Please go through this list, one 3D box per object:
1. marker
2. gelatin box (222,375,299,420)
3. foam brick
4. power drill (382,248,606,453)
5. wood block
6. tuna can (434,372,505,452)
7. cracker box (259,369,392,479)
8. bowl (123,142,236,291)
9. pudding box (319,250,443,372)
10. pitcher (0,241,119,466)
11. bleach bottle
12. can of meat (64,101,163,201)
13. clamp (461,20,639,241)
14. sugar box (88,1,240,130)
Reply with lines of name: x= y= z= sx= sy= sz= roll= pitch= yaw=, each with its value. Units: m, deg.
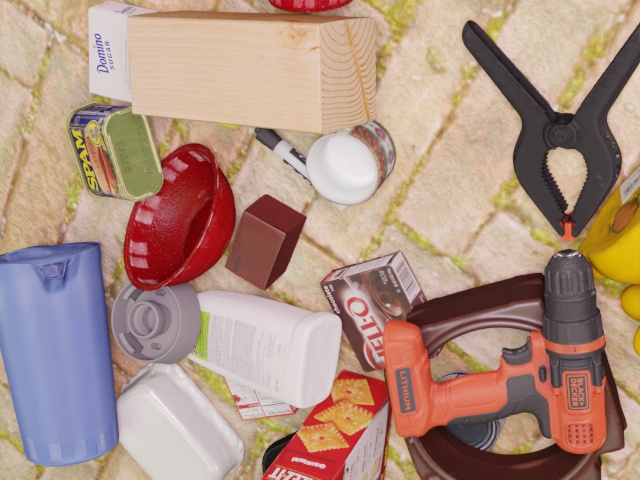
marker: x=-0.018 y=-0.074 z=1.068 sx=0.121 sy=0.020 sz=0.020 roll=41 pitch=125 yaw=4
gelatin box: x=-0.068 y=0.157 z=1.202 sx=0.073 sy=0.030 sz=0.089 roll=-13 pitch=107 yaw=30
foam brick: x=-0.057 y=0.001 z=1.106 sx=0.053 sy=0.051 sz=0.078 roll=30 pitch=124 yaw=12
power drill: x=0.151 y=0.101 z=0.923 sx=0.188 sy=0.057 sz=0.184 roll=-4 pitch=106 yaw=13
wood block: x=-0.062 y=-0.152 z=0.935 sx=0.206 sy=0.090 sz=0.091 roll=9 pitch=108 yaw=32
tuna can: x=0.147 y=0.180 z=1.101 sx=0.086 sy=0.033 sz=0.086 roll=11 pitch=119 yaw=22
cracker box: x=0.004 y=0.259 z=1.103 sx=0.072 sy=0.213 sz=0.164 roll=15 pitch=120 yaw=20
bowl: x=-0.136 y=-0.016 z=1.104 sx=0.055 sy=0.162 sz=0.162 roll=25 pitch=135 yaw=-36
pudding box: x=0.064 y=0.074 z=1.087 sx=0.090 sy=0.039 sz=0.113 roll=-18 pitch=104 yaw=34
pitcher: x=-0.302 y=0.124 z=1.220 sx=0.145 sy=0.149 sz=0.243 roll=-4 pitch=99 yaw=21
bleach bottle: x=-0.097 y=0.094 z=1.147 sx=0.251 sy=0.067 sz=0.102 roll=18 pitch=107 yaw=35
can of meat: x=-0.214 y=-0.092 z=1.118 sx=0.084 sy=0.057 sz=0.102 roll=10 pitch=121 yaw=49
clamp: x=0.203 y=-0.102 z=0.931 sx=0.165 sy=0.036 sz=0.210 roll=9 pitch=118 yaw=23
sugar box: x=-0.149 y=-0.177 z=1.068 sx=0.176 sy=0.048 sz=0.093 roll=18 pitch=119 yaw=22
